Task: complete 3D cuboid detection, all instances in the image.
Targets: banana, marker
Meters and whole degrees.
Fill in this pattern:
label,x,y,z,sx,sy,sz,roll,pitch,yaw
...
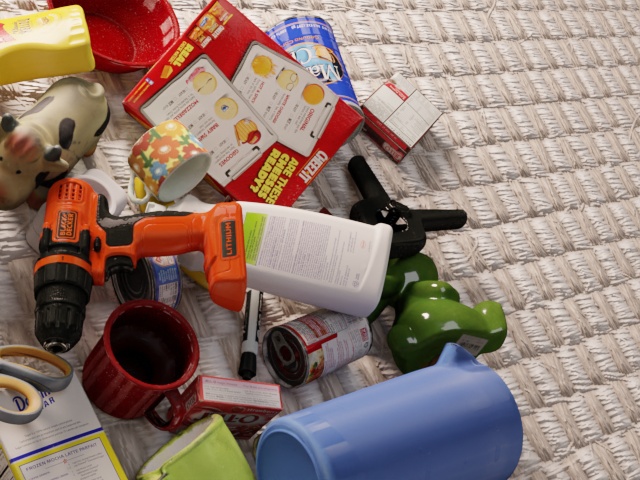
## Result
label,x,y,z,sx,sy,sz,roll,pitch,yaw
banana,-0.153,-0.022,1.138,0.069,0.037,0.198,-12,66,-38
marker,-0.072,0.093,1.121,0.020,0.020,0.121,21,48,-21

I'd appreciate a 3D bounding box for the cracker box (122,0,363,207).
label,x,y,z,sx,sy,sz,roll,pitch,yaw
cracker box,-0.087,-0.141,1.194,0.213,0.072,0.164,40,84,-5

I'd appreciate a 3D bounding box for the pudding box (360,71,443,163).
label,x,y,z,sx,sy,sz,roll,pitch,yaw
pudding box,0.103,-0.165,1.425,0.090,0.039,0.113,43,46,0

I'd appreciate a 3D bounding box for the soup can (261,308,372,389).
label,x,y,z,sx,sy,sz,roll,pitch,yaw
soup can,-0.002,0.108,1.124,0.102,0.069,0.068,-19,70,-43

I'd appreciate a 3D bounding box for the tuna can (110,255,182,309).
label,x,y,z,sx,sy,sz,roll,pitch,yaw
tuna can,-0.172,0.034,1.048,0.033,0.086,0.086,-13,67,-38

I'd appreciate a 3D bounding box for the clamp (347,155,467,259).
label,x,y,z,sx,sy,sz,roll,pitch,yaw
clamp,0.078,-0.034,1.263,0.164,0.036,0.209,30,28,10

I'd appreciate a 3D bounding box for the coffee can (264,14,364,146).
label,x,y,z,sx,sy,sz,roll,pitch,yaw
coffee can,-0.014,-0.191,1.316,0.102,0.103,0.140,3,57,-34

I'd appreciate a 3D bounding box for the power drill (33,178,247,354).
label,x,y,z,sx,sy,sz,roll,pitch,yaw
power drill,-0.162,0.023,0.963,0.187,0.057,0.184,3,52,-10

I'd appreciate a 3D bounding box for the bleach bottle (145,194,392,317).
label,x,y,z,sx,sy,sz,roll,pitch,yaw
bleach bottle,-0.057,0.001,1.098,0.250,0.068,0.102,16,65,-8

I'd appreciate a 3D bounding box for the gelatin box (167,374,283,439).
label,x,y,z,sx,sy,sz,roll,pitch,yaw
gelatin box,-0.092,0.161,1.018,0.089,0.073,0.030,11,52,-29

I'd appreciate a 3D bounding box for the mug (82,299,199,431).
label,x,y,z,sx,sy,sz,roll,pitch,yaw
mug,-0.164,0.124,0.989,0.093,0.082,0.117,-25,74,-44

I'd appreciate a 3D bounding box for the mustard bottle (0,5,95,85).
label,x,y,z,sx,sy,sz,roll,pitch,yaw
mustard bottle,-0.332,-0.192,1.092,0.191,0.058,0.096,-12,41,-10

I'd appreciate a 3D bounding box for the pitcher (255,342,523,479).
label,x,y,z,sx,sy,sz,roll,pitch,yaw
pitcher,0.065,0.204,0.990,0.242,0.145,0.149,-8,52,-40

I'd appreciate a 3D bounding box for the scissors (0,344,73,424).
label,x,y,z,sx,sy,sz,roll,pitch,yaw
scissors,-0.312,0.107,0.902,0.201,0.016,0.096,12,33,-12

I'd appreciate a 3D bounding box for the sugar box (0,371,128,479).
label,x,y,z,sx,sy,sz,roll,pitch,yaw
sugar box,-0.221,0.204,0.916,0.093,0.048,0.176,-14,63,-41

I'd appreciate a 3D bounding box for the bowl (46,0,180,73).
label,x,y,z,sx,sy,sz,roll,pitch,yaw
bowl,-0.246,-0.246,1.228,0.162,0.055,0.162,18,49,-23
